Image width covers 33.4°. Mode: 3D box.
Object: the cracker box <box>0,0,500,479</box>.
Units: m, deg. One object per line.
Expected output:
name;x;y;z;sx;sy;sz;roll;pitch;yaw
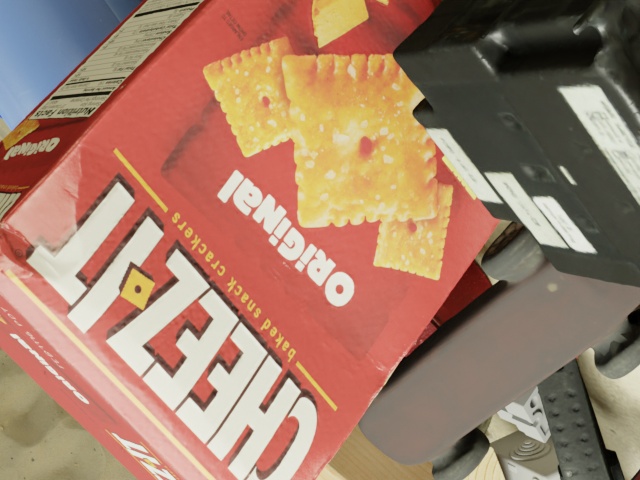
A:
cracker box;-0.021;-0.016;0.418;0.072;0.213;0.164;4;139;51
